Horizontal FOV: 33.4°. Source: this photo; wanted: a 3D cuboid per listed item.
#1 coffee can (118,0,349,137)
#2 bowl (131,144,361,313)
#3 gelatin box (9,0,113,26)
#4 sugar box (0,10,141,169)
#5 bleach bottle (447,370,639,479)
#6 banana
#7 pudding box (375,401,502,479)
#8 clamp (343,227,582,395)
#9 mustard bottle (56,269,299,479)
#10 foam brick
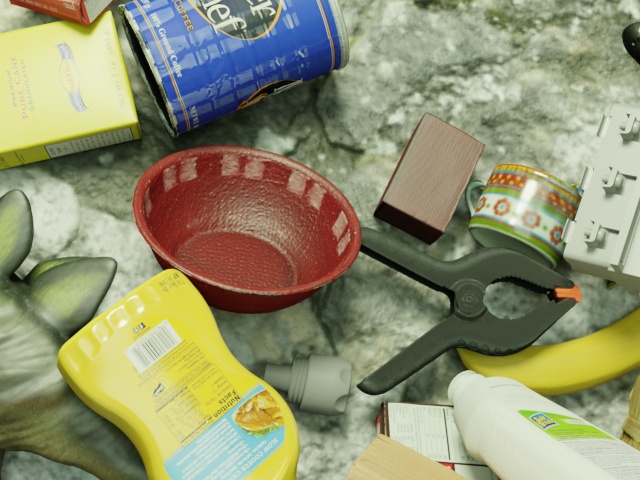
[{"bbox_3d":[-0.063,-0.149,0.782,0.140,0.103,0.103,-24,82,-10],"label":"coffee can"},{"bbox_3d":[-0.055,0.001,0.755,0.162,0.055,0.162,10,38,-8],"label":"bowl"},{"bbox_3d":[-0.181,-0.203,0.794,0.073,0.030,0.089,20,56,20],"label":"gelatin box"},{"bbox_3d":[-0.229,-0.104,0.786,0.176,0.048,0.093,-14,79,-10],"label":"sugar box"},{"bbox_3d":[0.169,0.149,0.662,0.102,0.251,0.068,12,103,-34],"label":"bleach bottle"},{"bbox_3d":[0.190,0.078,0.794,0.197,0.037,0.069,-7,81,-7],"label":"banana"},{"bbox_3d":[0.097,0.162,0.750,0.113,0.039,0.090,6,47,-6],"label":"pudding box"},{"bbox_3d":[0.097,0.036,0.769,0.171,0.039,0.120,-12,85,-6],"label":"clamp"},{"bbox_3d":[-0.070,0.118,0.662,0.096,0.058,0.191,-38,86,-25],"label":"mustard bottle"},{"bbox_3d":[0.081,-0.045,0.801,0.051,0.053,0.078,26,78,0],"label":"foam brick"}]
